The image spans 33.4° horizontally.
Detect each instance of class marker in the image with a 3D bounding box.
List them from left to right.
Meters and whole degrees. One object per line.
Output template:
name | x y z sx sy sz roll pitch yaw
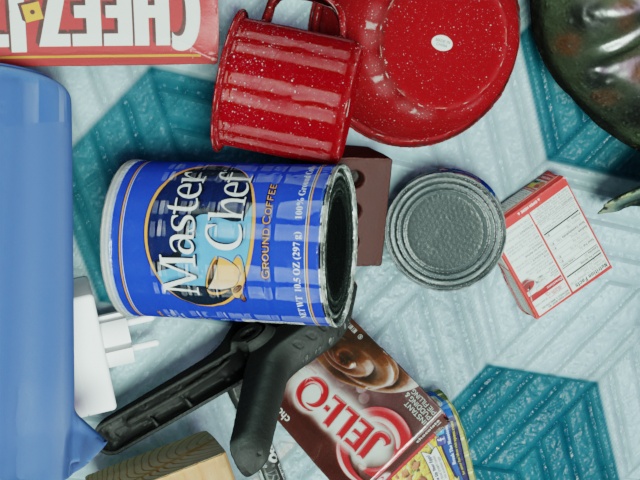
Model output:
marker | -0.045 0.149 0.792 0.020 0.020 0.121 -22 109 -10

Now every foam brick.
foam brick | 0.015 -0.026 0.746 0.053 0.051 0.078 0 104 -17

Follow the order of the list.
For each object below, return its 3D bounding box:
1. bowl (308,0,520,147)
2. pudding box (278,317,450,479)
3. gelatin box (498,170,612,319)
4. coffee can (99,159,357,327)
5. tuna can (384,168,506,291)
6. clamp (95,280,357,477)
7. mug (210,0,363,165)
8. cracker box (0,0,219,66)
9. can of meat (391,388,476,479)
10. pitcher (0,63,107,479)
bowl | 0.075 -0.139 0.733 0.162 0.055 0.162 -4 105 -15
pudding box | 0.022 0.118 0.758 0.090 0.114 0.039 -44 152 -3
gelatin box | 0.169 0.004 0.811 0.073 0.030 0.089 -35 110 -7
coffee can | -0.054 0.001 0.677 0.140 0.102 0.103 2 105 13
tuna can | 0.090 -0.009 0.766 0.086 0.033 0.086 2 102 9
clamp | -0.050 0.080 0.722 0.209 0.165 0.036 -48 119 -42
mug | -0.017 -0.106 0.685 0.081 0.093 0.117 12 82 3
cracker box | -0.145 -0.213 0.639 0.164 0.072 0.214 -3 106 -15
can of meat | 0.067 0.172 0.811 0.083 0.057 0.102 -19 108 -13
pitcher | -0.216 0.023 0.625 0.149 0.145 0.243 10 79 -59
